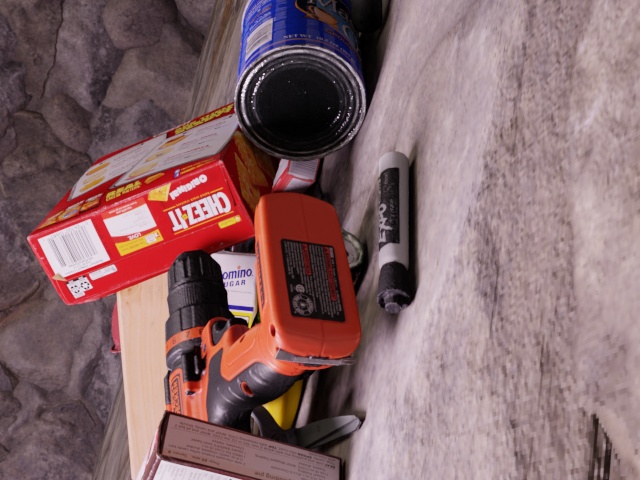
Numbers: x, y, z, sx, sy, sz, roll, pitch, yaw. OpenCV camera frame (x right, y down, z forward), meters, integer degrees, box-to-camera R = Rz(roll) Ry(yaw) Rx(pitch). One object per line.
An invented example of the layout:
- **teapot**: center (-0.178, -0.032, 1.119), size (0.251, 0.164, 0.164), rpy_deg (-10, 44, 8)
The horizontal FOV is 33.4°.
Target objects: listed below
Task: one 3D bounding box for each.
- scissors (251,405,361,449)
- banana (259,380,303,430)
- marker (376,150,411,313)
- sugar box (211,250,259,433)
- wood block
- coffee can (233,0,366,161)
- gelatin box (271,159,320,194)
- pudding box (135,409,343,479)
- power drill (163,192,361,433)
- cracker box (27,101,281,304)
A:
- **scissors**: center (-0.019, 0.152, 0.701), size (0.202, 0.016, 0.096), rpy_deg (-5, 89, 64)
- **banana**: center (-0.031, 0.071, 0.820), size (0.070, 0.037, 0.197), rpy_deg (120, 162, -48)
- **marker**: center (0.043, -0.006, 0.625), size (0.121, 0.020, 0.020), rpy_deg (-86, 16, -44)
- **sugar box**: center (-0.072, 0.096, 0.851), size (0.093, 0.048, 0.176), rpy_deg (89, -176, -88)
- **wood block**: center (-0.133, 0.101, 0.966), size (0.090, 0.090, 0.206), rpy_deg (-116, 23, -72)
- **coffee can**: center (-0.016, -0.145, 0.874), size (0.140, 0.102, 0.103), rpy_deg (-91, 21, -54)
- **gelatin box**: center (-0.016, -0.086, 0.976), size (0.073, 0.030, 0.089), rpy_deg (136, 148, -70)
- **pudding box**: center (-0.053, 0.155, 0.632), size (0.039, 0.113, 0.090), rpy_deg (-91, 21, -53)
- **power drill**: center (-0.047, 0.051, 0.677), size (0.188, 0.057, 0.184), rpy_deg (-52, 42, 47)
- **cracker box**: center (-0.123, -0.039, 0.876), size (0.213, 0.164, 0.072), rpy_deg (-79, -33, -69)
